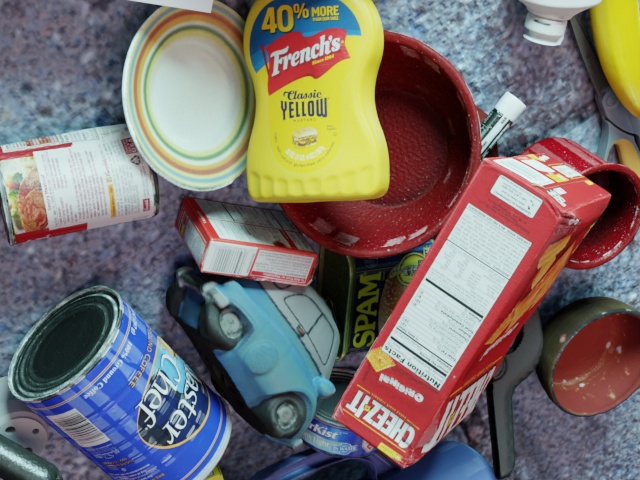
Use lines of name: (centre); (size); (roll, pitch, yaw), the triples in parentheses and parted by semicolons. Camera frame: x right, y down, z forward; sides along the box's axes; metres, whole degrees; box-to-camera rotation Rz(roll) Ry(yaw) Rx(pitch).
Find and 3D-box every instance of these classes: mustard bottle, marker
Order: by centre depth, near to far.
mustard bottle: (-0.004, -0.123, 0.732); (0.096, 0.058, 0.191); (-2, 91, 19)
marker: (0.108, -0.058, 0.797); (0.020, 0.020, 0.121); (33, 100, -33)

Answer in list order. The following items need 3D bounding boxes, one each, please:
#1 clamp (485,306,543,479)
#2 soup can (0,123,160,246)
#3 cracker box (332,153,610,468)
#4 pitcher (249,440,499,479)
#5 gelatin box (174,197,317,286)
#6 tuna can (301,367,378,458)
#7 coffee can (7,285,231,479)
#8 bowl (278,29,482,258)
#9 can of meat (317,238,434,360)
clamp: (0.133, 0.110, 0.929); (0.120, 0.039, 0.171); (20, 81, -10)
soup can: (-0.167, -0.039, 0.727); (0.102, 0.069, 0.068); (-12, 120, -18)
cracker box: (0.114, 0.044, 0.769); (0.214, 0.072, 0.164); (-61, 161, 17)
pitcher: (0.042, 0.256, 0.917); (0.242, 0.145, 0.149); (-20, 141, -31)
gelatin box: (-0.055, 0.001, 0.792); (0.089, 0.073, 0.030); (9, 113, -27)
tuna can: (0.018, 0.143, 0.890); (0.086, 0.086, 0.034); (0, 117, -23)
coffee can: (-0.147, 0.117, 0.796); (0.103, 0.103, 0.140); (-38, 124, 0)
bowl: (0.043, -0.068, 0.777); (0.162, 0.162, 0.055); (-58, 164, 13)
can of meat: (0.046, 0.041, 0.866); (0.083, 0.057, 0.102); (-8, 119, -23)
